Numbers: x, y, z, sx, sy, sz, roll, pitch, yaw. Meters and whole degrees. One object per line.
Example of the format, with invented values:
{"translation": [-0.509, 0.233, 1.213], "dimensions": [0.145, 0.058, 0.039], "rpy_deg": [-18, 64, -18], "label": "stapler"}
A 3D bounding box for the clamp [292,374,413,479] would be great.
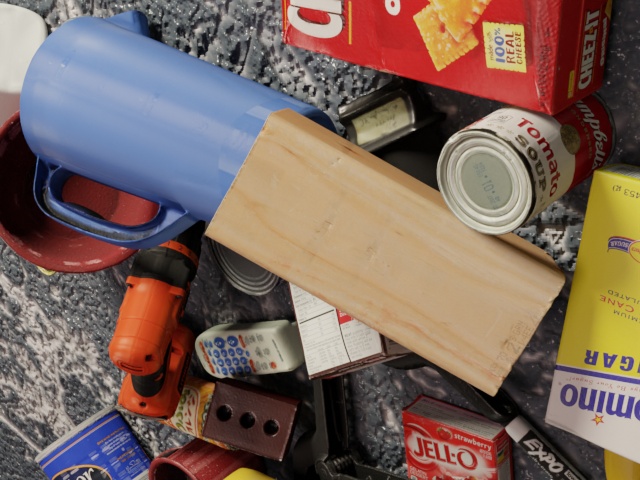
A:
{"translation": [0.014, 0.187, 0.935], "dimensions": [0.164, 0.036, 0.210], "rpy_deg": [61, 148, 17], "label": "clamp"}

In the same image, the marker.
{"translation": [0.166, 0.158, 0.796], "dimensions": [0.121, 0.020, 0.020], "rpy_deg": [45, 136, 15], "label": "marker"}

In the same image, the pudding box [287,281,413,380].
{"translation": [0.019, 0.042, 0.814], "dimensions": [0.090, 0.039, 0.113], "rpy_deg": [-25, 72, 45], "label": "pudding box"}

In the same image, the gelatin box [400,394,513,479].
{"translation": [0.108, 0.171, 0.849], "dimensions": [0.089, 0.030, 0.073], "rpy_deg": [14, 121, 38], "label": "gelatin box"}

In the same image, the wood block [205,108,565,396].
{"translation": [0.043, 0.003, 0.694], "dimensions": [0.206, 0.090, 0.090], "rpy_deg": [30, 101, 1], "label": "wood block"}

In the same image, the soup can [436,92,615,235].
{"translation": [0.126, -0.052, 0.651], "dimensions": [0.069, 0.102, 0.068], "rpy_deg": [22, 126, 34], "label": "soup can"}

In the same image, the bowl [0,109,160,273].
{"translation": [-0.223, -0.048, 0.965], "dimensions": [0.162, 0.162, 0.055], "rpy_deg": [61, 162, -3], "label": "bowl"}

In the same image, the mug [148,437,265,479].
{"translation": [-0.118, 0.233, 1.062], "dimensions": [0.117, 0.081, 0.093], "rpy_deg": [10, 119, 40], "label": "mug"}

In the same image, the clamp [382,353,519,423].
{"translation": [0.083, 0.074, 0.806], "dimensions": [0.172, 0.039, 0.120], "rpy_deg": [-2, 92, 47], "label": "clamp"}

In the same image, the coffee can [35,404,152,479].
{"translation": [-0.231, 0.267, 1.174], "dimensions": [0.140, 0.102, 0.103], "rpy_deg": [54, 138, 4], "label": "coffee can"}

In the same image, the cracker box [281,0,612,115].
{"translation": [0.071, -0.183, 0.651], "dimensions": [0.214, 0.071, 0.164], "rpy_deg": [21, 126, 35], "label": "cracker box"}

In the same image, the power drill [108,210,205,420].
{"translation": [-0.142, 0.064, 0.957], "dimensions": [0.057, 0.184, 0.188], "rpy_deg": [14, 146, 2], "label": "power drill"}

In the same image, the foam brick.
{"translation": [-0.061, 0.158, 0.955], "dimensions": [0.078, 0.051, 0.053], "rpy_deg": [15, 89, 7], "label": "foam brick"}

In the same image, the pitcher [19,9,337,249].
{"translation": [-0.114, -0.075, 0.842], "dimensions": [0.243, 0.144, 0.149], "rpy_deg": [23, 126, 29], "label": "pitcher"}

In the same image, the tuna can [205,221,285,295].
{"translation": [-0.056, 0.001, 0.905], "dimensions": [0.086, 0.033, 0.086], "rpy_deg": [22, 127, 33], "label": "tuna can"}

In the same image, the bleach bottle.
{"translation": [-0.335, -0.123, 1.070], "dimensions": [0.251, 0.068, 0.102], "rpy_deg": [136, 136, -54], "label": "bleach bottle"}
